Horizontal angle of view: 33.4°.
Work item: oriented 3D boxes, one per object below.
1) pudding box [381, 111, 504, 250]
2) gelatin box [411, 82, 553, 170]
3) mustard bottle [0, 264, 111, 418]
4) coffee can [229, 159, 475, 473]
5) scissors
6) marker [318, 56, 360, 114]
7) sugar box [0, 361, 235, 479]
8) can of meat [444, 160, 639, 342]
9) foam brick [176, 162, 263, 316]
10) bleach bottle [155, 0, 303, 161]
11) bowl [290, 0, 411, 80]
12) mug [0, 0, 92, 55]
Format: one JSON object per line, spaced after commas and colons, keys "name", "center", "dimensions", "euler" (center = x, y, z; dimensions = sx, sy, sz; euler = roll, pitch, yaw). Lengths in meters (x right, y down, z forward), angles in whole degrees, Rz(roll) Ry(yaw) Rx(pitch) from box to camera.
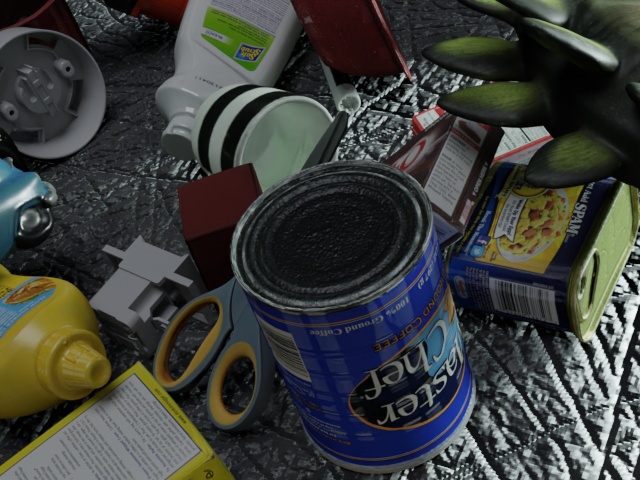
{"name": "pudding box", "center": [0.054, -0.023, 0.651], "dimensions": [0.114, 0.039, 0.090], "euler": [-34, 24, 51]}
{"name": "gelatin box", "center": [0.116, -0.070, 0.723], "dimensions": [0.089, 0.030, 0.073], "euler": [-24, 45, -3]}
{"name": "mustard bottle", "center": [-0.192, 0.062, 0.657], "dimensions": [0.192, 0.058, 0.096], "euler": [9, 45, 43]}
{"name": "coffee can", "center": [0.021, 0.043, 0.566], "dimensions": [0.103, 0.140, 0.103], "euler": [-10, 44, 10]}
{"name": "scissors", "center": [-0.026, 0.029, 0.616], "dimensions": [0.202, 0.016, 0.096], "euler": [-48, 58, 20]}
{"name": "marker", "center": [0.009, -0.141, 0.839], "dimensions": [0.020, 0.020, 0.121], "euler": [-18, 44, 2]}
{"name": "sugar box", "center": [-0.142, 0.154, 0.585], "dimensions": [0.176, 0.048, 0.093], "euler": [-38, 45, -13]}
{"name": "can of meat", "center": [0.130, 0.002, 0.628], "dimensions": [0.084, 0.057, 0.102], "euler": [12, 52, 31]}
{"name": "foam brick", "center": [-0.054, 0.001, 0.680], "dimensions": [0.051, 0.078, 0.053], "euler": [-16, 44, 2]}
{"name": "bleach bottle", "center": [-0.073, -0.164, 0.847], "dimensions": [0.102, 0.068, 0.250], "euler": [22, 54, 0]}
{"name": "bowl", "center": [0.009, -0.180, 0.782], "dimensions": [0.055, 0.162, 0.162], "euler": [-25, 43, 9]}
{"name": "mug", "center": [-0.255, -0.165, 0.912], "dimensions": [0.093, 0.081, 0.117], "euler": [19, 57, 35]}
